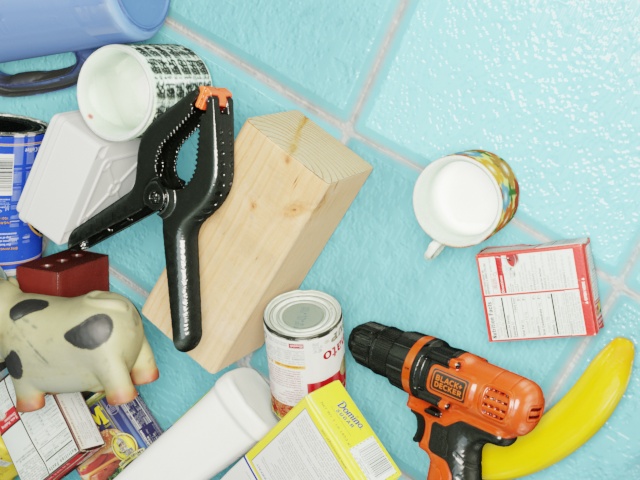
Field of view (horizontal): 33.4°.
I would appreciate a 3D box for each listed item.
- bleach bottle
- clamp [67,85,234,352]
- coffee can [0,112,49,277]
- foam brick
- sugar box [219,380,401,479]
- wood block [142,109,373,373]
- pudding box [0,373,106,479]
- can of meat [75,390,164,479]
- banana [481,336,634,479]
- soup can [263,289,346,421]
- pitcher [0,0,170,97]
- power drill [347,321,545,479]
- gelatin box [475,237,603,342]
[{"bbox_3d":[-0.148,0.216,0.962,0.251,0.102,0.068,-40,83,9],"label":"bleach bottle"},{"bbox_3d":[-0.132,-0.035,0.879,0.165,0.036,0.210,30,110,29],"label":"clamp"},{"bbox_3d":[-0.318,-0.046,1.032,0.103,0.102,0.140,15,107,24],"label":"coffee can"},{"bbox_3d":[-0.248,0.043,1.029,0.053,0.078,0.051,9,106,26],"label":"foam brick"},{"bbox_3d":[-0.015,0.199,0.885,0.093,0.048,0.176,56,138,15],"label":"sugar box"},{"bbox_3d":[-0.057,0.001,0.913,0.090,0.090,0.206,39,116,15],"label":"wood block"},{"bbox_3d":[-0.265,0.172,1.023,0.090,0.039,0.113,-38,74,27],"label":"pudding box"},{"bbox_3d":[-0.207,0.194,1.053,0.102,0.057,0.084,-36,85,28],"label":"can of meat"},{"bbox_3d":[0.175,0.147,0.855,0.198,0.037,0.069,-32,87,29],"label":"banana"},{"bbox_3d":[-0.013,0.101,0.907,0.069,0.068,0.102,14,128,24],"label":"soup can"},{"bbox_3d":[-0.258,-0.216,0.961,0.243,0.149,0.145,0,86,24],"label":"pitcher"},{"bbox_3d":[0.080,0.172,0.871,0.185,0.057,0.188,19,101,41],"label":"power drill"},{"bbox_3d":[0.171,0.039,0.838,0.089,0.030,0.073,-7,99,29],"label":"gelatin box"}]
